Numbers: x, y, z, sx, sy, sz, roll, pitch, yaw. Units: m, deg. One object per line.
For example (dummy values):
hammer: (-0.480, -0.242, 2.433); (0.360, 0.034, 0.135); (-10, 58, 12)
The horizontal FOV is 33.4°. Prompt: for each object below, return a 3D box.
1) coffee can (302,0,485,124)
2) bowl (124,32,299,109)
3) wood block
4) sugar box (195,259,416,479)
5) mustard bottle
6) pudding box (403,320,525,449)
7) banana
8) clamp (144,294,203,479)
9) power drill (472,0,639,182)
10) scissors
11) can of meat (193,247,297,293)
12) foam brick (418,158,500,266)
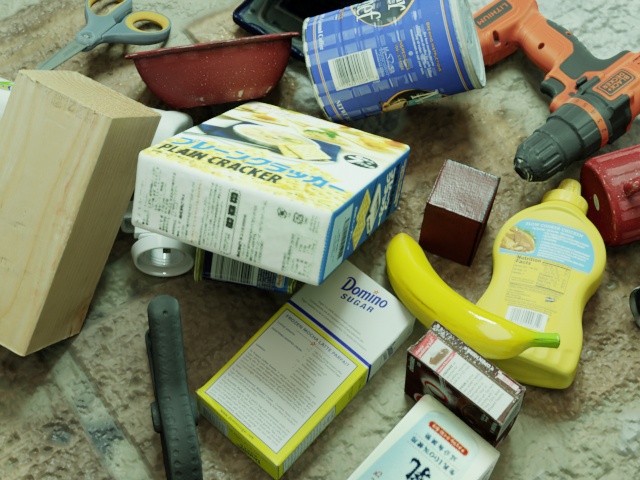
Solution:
coffee can: (0.067, -0.169, 0.956); (0.140, 0.102, 0.103); (-13, 61, 17)
bowl: (-0.096, -0.154, 0.984); (0.162, 0.162, 0.055); (-9, 99, -5)
wood block: (-0.218, -0.025, 0.861); (0.090, 0.090, 0.206); (27, 105, 12)
sugar box: (-0.010, 0.101, 0.886); (0.093, 0.048, 0.176); (39, 64, 18)
mustard bottle: (0.192, 0.027, 0.918); (0.096, 0.058, 0.191); (13, 62, 19)
pudding box: (0.111, 0.119, 0.838); (0.090, 0.113, 0.039); (37, 70, 18)
banana: (0.103, 0.048, 0.877); (0.069, 0.037, 0.198); (-4, 29, -38)
clamp: (-0.118, 0.133, 0.850); (0.039, 0.120, 0.171); (-6, 83, -7)
power drill: (0.204, -0.148, 0.993); (0.184, 0.057, 0.188); (-35, 55, -18)
scissors: (-0.202, -0.186, 1.011); (0.096, 0.016, 0.201); (17, 38, -5)
can of meat: (-0.056, 0.001, 0.913); (0.084, 0.057, 0.102); (11, 26, 2)
foam brick: (0.121, -0.024, 0.935); (0.051, 0.078, 0.053); (20, 61, 10)
